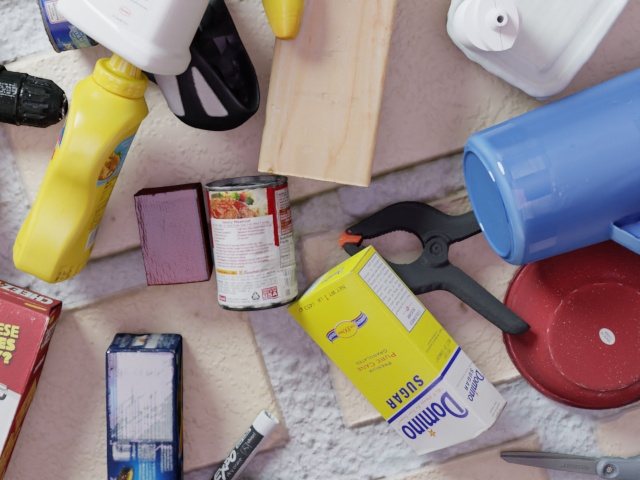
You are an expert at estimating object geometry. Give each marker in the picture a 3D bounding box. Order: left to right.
[{"bbox_3d":[-0.079,0.201,0.934,0.020,0.020,0.121,36,97,-7],"label":"marker"}]

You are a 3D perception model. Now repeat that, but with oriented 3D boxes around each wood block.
[{"bbox_3d":[0.009,-0.154,0.839,0.090,0.091,0.206,8,100,-2],"label":"wood block"}]

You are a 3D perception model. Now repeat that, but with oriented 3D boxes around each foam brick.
[{"bbox_3d":[-0.120,-0.006,0.881,0.051,0.053,0.078,-7,99,-1],"label":"foam brick"}]

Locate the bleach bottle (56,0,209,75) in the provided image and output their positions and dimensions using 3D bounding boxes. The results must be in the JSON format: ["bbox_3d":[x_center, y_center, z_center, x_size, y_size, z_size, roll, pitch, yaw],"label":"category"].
[{"bbox_3d":[-0.087,-0.246,0.726,0.103,0.068,0.251,34,109,13],"label":"bleach bottle"}]

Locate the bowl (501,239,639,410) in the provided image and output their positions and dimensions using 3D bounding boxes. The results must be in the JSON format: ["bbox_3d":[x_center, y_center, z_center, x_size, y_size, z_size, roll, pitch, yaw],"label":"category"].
[{"bbox_3d":[0.233,0.073,0.890,0.162,0.055,0.162,2,101,7],"label":"bowl"}]

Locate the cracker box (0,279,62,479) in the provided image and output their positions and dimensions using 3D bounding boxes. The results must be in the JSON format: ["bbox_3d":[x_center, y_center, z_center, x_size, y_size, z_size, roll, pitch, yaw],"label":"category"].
[{"bbox_3d":[-0.328,0.127,0.889,0.164,0.072,0.214,20,98,-5],"label":"cracker box"}]

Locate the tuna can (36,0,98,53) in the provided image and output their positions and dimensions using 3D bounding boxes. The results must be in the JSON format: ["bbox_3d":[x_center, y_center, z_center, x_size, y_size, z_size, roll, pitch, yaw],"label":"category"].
[{"bbox_3d":[-0.197,-0.191,0.830,0.033,0.086,0.086,-10,100,-2],"label":"tuna can"}]

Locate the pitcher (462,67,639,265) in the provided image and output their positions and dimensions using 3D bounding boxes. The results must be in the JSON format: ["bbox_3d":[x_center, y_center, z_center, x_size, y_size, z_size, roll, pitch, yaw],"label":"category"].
[{"bbox_3d":[0.243,-0.059,0.819,0.242,0.149,0.145,-19,105,-5],"label":"pitcher"}]

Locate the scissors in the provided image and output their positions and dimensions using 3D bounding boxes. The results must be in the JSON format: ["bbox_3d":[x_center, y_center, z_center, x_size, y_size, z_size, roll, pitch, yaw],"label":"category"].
[{"bbox_3d":[0.264,0.219,0.948,0.201,0.016,0.096,-8,100,0],"label":"scissors"}]

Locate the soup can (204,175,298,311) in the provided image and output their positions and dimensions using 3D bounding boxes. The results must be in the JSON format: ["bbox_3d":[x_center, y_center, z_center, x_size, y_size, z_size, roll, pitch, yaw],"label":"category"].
[{"bbox_3d":[-0.056,0.001,0.876,0.068,0.068,0.102,-5,100,-1],"label":"soup can"}]

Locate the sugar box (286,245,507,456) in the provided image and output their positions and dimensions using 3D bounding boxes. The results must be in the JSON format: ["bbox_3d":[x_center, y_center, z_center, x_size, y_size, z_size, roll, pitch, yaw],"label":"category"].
[{"bbox_3d":[0.062,0.096,0.884,0.176,0.048,0.094,50,138,-6],"label":"sugar box"}]

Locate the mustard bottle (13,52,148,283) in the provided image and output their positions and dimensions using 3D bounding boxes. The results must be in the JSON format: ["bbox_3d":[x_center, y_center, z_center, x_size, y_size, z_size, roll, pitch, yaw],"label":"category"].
[{"bbox_3d":[-0.178,-0.065,0.825,0.058,0.096,0.192,26,113,-4],"label":"mustard bottle"}]

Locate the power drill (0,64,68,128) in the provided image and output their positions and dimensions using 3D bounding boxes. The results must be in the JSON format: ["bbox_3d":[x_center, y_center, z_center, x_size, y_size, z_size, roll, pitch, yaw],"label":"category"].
[{"bbox_3d":[-0.282,-0.188,0.842,0.184,0.057,0.188,10,99,-3],"label":"power drill"}]

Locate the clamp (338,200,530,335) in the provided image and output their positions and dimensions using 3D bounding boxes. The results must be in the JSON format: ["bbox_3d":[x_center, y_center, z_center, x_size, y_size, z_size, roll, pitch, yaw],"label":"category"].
[{"bbox_3d":[0.104,0.001,0.889,0.171,0.039,0.120,16,77,4],"label":"clamp"}]
